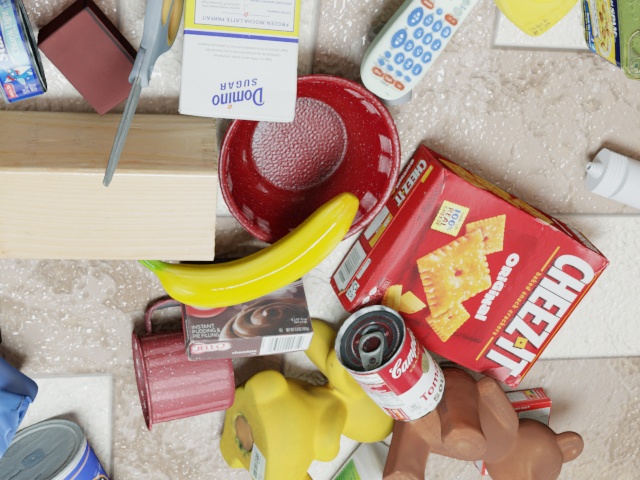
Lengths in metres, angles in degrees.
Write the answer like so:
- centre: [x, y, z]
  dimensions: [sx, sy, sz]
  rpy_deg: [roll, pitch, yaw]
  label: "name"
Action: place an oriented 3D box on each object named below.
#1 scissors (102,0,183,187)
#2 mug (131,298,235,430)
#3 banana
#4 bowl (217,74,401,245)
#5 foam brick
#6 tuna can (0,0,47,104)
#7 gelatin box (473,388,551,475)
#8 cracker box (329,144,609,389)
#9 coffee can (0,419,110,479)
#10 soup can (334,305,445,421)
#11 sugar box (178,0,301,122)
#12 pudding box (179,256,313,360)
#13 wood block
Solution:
- centre: [-0.134, -0.132, 0.831]
  dimensions: [0.016, 0.096, 0.202]
  rpy_deg: [13, 84, 2]
  label: "scissors"
- centre: [-0.129, 0.111, 0.990]
  dimensions: [0.081, 0.093, 0.117]
  rpy_deg: [-9, 81, -15]
  label: "mug"
- centre: [-0.055, 0.017, 0.920]
  dimensions: [0.198, 0.037, 0.069]
  rpy_deg: [-17, 124, 4]
  label: "banana"
- centre: [-0.014, -0.075, 0.938]
  dimensions: [0.162, 0.055, 0.162]
  rpy_deg: [-5, 116, -11]
  label: "bowl"
- centre: [-0.183, -0.150, 0.862]
  dimensions: [0.051, 0.053, 0.078]
  rpy_deg: [-38, 117, 5]
  label: "foam brick"
- centre: [-0.240, -0.151, 0.828]
  dimensions: [0.033, 0.086, 0.086]
  rpy_deg: [-16, 118, -8]
  label: "tuna can"
- centre: [0.205, 0.206, 1.142]
  dimensions: [0.073, 0.030, 0.089]
  rpy_deg: [-5, 116, -13]
  label: "gelatin box"
- centre: [0.143, 0.030, 1.018]
  dimensions: [0.213, 0.072, 0.164]
  rpy_deg: [26, 107, -24]
  label: "cracker box"
- centre: [-0.243, 0.256, 1.014]
  dimensions: [0.103, 0.103, 0.140]
  rpy_deg: [-22, 119, -3]
  label: "coffee can"
- centre: [0.065, 0.114, 0.972]
  dimensions: [0.068, 0.068, 0.102]
  rpy_deg: [-35, 135, 4]
  label: "soup can"
- centre: [-0.062, -0.185, 0.846]
  dimensions: [0.093, 0.048, 0.176]
  rpy_deg: [4, 97, -8]
  label: "sugar box"
- centre: [-0.070, 0.059, 0.968]
  dimensions: [0.113, 0.090, 0.039]
  rpy_deg: [-2, 144, -15]
  label: "pudding box"
- centre: [-0.189, -0.045, 0.870]
  dimensions: [0.206, 0.090, 0.091]
  rpy_deg: [1, 129, -7]
  label: "wood block"
